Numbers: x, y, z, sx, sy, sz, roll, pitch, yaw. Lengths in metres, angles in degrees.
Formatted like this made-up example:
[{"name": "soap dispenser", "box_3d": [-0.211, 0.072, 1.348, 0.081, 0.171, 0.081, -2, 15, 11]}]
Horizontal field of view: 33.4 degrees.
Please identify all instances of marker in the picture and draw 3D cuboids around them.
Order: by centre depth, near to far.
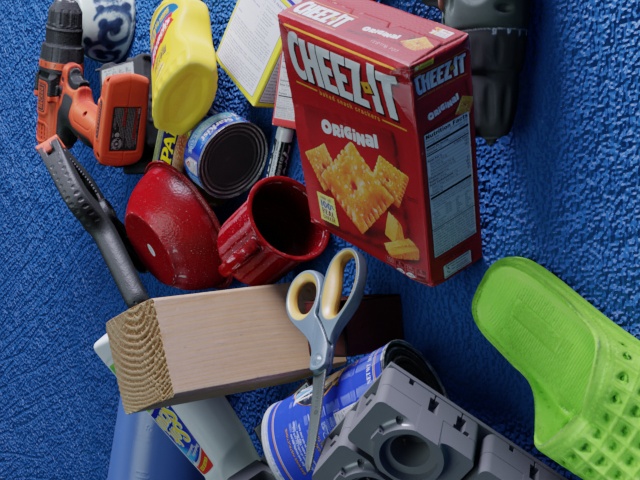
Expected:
[{"name": "marker", "box_3d": [-0.042, -0.086, 1.093, 0.020, 0.020, 0.121, 32, 117, 41]}]

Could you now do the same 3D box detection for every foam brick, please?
[{"name": "foam brick", "box_3d": [0.032, 0.077, 0.986, 0.053, 0.078, 0.051, -5, 89, 46]}]

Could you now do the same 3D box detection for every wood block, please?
[{"name": "wood block", "box_3d": [-0.088, 0.099, 1.023, 0.090, 0.205, 0.091, -27, 74, 46]}]

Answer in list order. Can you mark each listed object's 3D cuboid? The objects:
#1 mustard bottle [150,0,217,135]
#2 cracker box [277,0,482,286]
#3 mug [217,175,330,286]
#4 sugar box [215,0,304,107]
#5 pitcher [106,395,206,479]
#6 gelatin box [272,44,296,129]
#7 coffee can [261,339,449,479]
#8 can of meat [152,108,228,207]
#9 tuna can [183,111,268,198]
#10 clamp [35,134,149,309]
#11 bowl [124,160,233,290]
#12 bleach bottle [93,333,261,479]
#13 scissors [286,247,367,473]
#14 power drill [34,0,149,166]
[{"name": "mustard bottle", "box_3d": [-0.149, -0.205, 1.140, 0.096, 0.058, 0.191, -59, 28, 36]}, {"name": "cracker box", "box_3d": [0.050, -0.085, 0.896, 0.164, 0.072, 0.214, 31, 142, 42]}, {"name": "mug", "box_3d": [-0.057, 0.001, 1.053, 0.093, 0.117, 0.082, 49, 138, -2]}, {"name": "sugar box", "box_3d": [-0.039, -0.229, 1.057, 0.093, 0.048, 0.176, 52, 126, 33]}, {"name": "pitcher", "box_3d": [-0.166, 0.254, 1.196, 0.145, 0.149, 0.243, 21, 106, 60]}, {"name": "gelatin box", "box_3d": [-0.003, -0.148, 1.012, 0.073, 0.030, 0.089, 11, 105, 12]}, {"name": "coffee can", "box_3d": [0.032, 0.164, 0.948, 0.140, 0.102, 0.103, -32, 70, 27]}, {"name": "can of meat", "box_3d": [-0.133, -0.096, 1.165, 0.084, 0.057, 0.102, 33, 117, 39]}, {"name": "tuna can", "box_3d": [-0.098, -0.089, 1.106, 0.034, 0.085, 0.086, 36, 119, 41]}, {"name": "clamp", "box_3d": [-0.245, -0.020, 1.186, 0.210, 0.036, 0.164, 58, -178, -22]}, {"name": "bowl", "box_3d": [-0.164, -0.003, 1.160, 0.162, 0.055, 0.162, 39, 148, 30]}, {"name": "bleach bottle", "box_3d": [-0.122, 0.182, 1.084, 0.251, 0.068, 0.103, 53, 147, -6]}, {"name": "scissors", "box_3d": [-0.010, 0.099, 0.925, 0.096, 0.016, 0.201, -4, 61, 47]}, {"name": "power drill", "box_3d": [-0.265, -0.174, 1.220, 0.188, 0.057, 0.184, 29, 118, 46]}]
